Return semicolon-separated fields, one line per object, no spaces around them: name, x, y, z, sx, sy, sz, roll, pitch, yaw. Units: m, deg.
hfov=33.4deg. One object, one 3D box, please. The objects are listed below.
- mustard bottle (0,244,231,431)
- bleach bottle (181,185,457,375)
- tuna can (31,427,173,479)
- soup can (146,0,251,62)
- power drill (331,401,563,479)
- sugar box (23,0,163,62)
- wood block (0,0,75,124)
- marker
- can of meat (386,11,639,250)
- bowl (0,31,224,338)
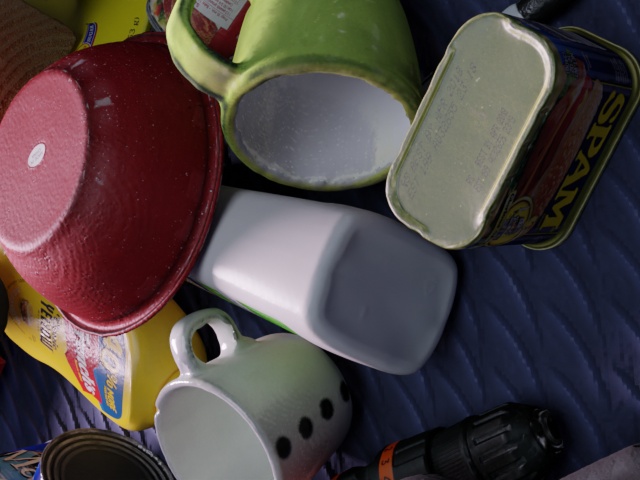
mustard bottle;-0.125;0.060;0.645;0.192;0.058;0.096;31;125;32
bleach bottle;-0.054;0.001;0.577;0.251;0.102;0.068;16;82;45
tuna can;-0.131;0.154;0.640;0.086;0.085;0.034;42;118;29
soup can;-0.037;-0.146;0.563;0.102;0.068;0.068;-49;64;28
power drill;0.065;0.188;0.509;0.185;0.057;0.188;-34;70;31
sugar box;-0.168;-0.103;0.662;0.176;0.048;0.093;9;78;32
wood block;-0.255;-0.133;0.645;0.206;0.090;0.090;29;91;37
marker;0.074;-0.087;0.509;0.121;0.020;0.020;-39;69;33
can of meat;0.084;-0.045;0.463;0.057;0.083;0.102;36;113;31
bowl;-0.120;-0.034;0.538;0.162;0.055;0.162;-13;71;42
